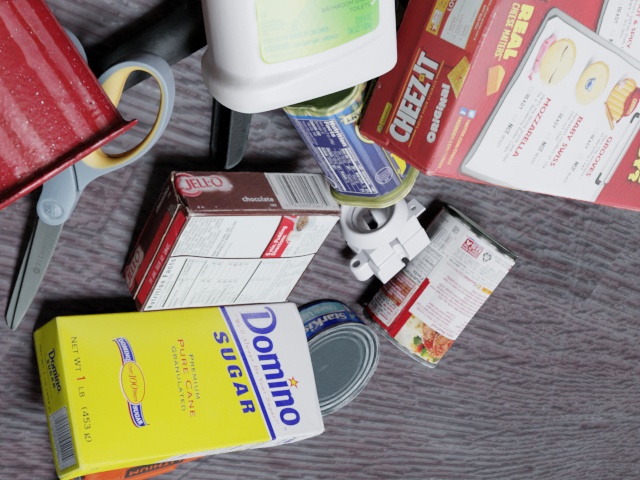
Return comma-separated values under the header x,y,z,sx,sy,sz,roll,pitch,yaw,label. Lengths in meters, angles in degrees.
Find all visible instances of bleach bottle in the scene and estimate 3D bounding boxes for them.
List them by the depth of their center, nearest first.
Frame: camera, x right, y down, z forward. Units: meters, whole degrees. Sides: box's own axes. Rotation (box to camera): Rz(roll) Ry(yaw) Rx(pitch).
x,y,z,sx,sy,sz,roll,pitch,yaw,label
-0.021,-0.190,0.485,0.102,0.068,0.251,-19,125,-17,bleach bottle

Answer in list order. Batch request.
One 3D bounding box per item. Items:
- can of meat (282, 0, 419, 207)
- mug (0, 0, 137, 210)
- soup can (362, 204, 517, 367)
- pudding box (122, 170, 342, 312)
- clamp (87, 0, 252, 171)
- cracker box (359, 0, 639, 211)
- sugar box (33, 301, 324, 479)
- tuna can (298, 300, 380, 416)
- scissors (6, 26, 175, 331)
x,y,z,sx,sy,sz,roll,pitch,yaw,label
0.027,-0.085,0.634,0.084,0.058,0.102,55,51,-43,can of meat
-0.150,-0.063,0.500,0.093,0.117,0.081,-37,101,-25,mug
0.087,0.033,0.782,0.068,0.069,0.102,29,101,-46,soup can
-0.054,0.001,0.656,0.113,0.039,0.090,0,139,-35,pudding box
-0.058,-0.119,0.576,0.120,0.039,0.172,7,120,-46,clamp
0.142,-0.110,0.608,0.213,0.072,0.164,5,113,-41,cracker box
-0.085,0.090,0.674,0.175,0.093,0.048,-3,163,-35,sugar box
-0.001,0.087,0.780,0.086,0.034,0.086,-20,132,-25,tuna can
-0.155,-0.036,0.573,0.096,0.016,0.202,38,119,-14,scissors
